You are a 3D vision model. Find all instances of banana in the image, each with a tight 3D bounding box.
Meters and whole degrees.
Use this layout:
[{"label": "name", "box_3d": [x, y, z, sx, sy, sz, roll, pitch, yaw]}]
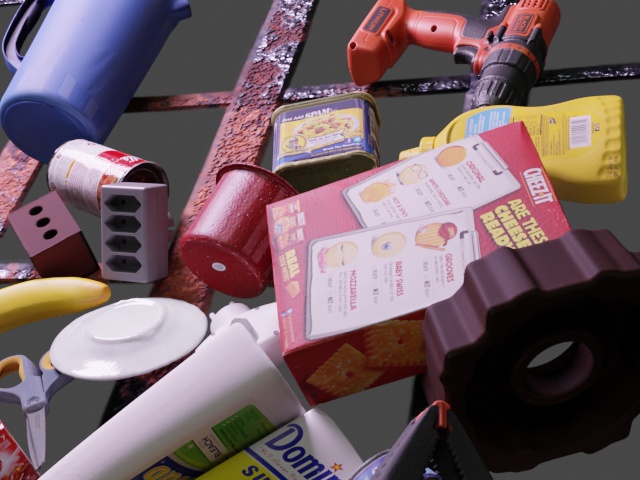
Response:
[{"label": "banana", "box_3d": [-0.281, 0.073, 0.935, 0.197, 0.037, 0.070, -26, 48, -9]}]

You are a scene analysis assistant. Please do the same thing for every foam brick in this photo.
[{"label": "foam brick", "box_3d": [-0.247, 0.001, 0.986, 0.053, 0.051, 0.078, -31, 43, -14]}]

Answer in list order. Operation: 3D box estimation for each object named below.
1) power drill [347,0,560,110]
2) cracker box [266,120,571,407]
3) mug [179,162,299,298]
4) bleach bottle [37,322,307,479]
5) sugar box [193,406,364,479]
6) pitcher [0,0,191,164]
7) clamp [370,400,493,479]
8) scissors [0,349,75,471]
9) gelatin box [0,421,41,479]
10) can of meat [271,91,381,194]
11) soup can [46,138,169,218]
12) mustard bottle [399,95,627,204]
[{"label": "power drill", "box_3d": [0.125, -0.180, 1.042, 0.188, 0.057, 0.184, 10, 46, 25]}, {"label": "cracker box", "box_3d": [0.074, 0.015, 0.789, 0.214, 0.072, 0.164, -18, 41, 8]}, {"label": "mug", "box_3d": [-0.056, 0.001, 0.903, 0.117, 0.093, 0.081, 31, 59, -2]}, {"label": "bleach bottle", "box_3d": [-0.132, 0.166, 0.754, 0.250, 0.102, 0.068, -36, 55, -7]}, {"label": "sugar box", "box_3d": [-0.049, 0.193, 0.721, 0.176, 0.048, 0.093, -31, 44, -12]}, {"label": "pitcher", "box_3d": [-0.256, -0.197, 1.143, 0.149, 0.145, 0.242, -26, 34, 42]}, {"label": "clamp", "box_3d": [0.076, 0.195, 0.602, 0.164, 0.036, 0.210, 21, 52, -16]}, {"label": "scissors", "box_3d": [-0.206, 0.119, 0.832, 0.096, 0.016, 0.202, -27, 23, -23]}, {"label": "gelatin box", "box_3d": [-0.260, 0.179, 0.788, 0.089, 0.073, 0.030, -37, 45, -19]}, {"label": "can of meat", "box_3d": [0.006, -0.083, 0.982, 0.102, 0.057, 0.084, -10, 45, 11]}, {"label": "soup can", "box_3d": [-0.203, -0.054, 1.016, 0.102, 0.068, 0.068, 20, 54, 35]}, {"label": "mustard bottle", "box_3d": [0.162, -0.073, 0.913, 0.192, 0.058, 0.096, -2, 57, 17]}]
